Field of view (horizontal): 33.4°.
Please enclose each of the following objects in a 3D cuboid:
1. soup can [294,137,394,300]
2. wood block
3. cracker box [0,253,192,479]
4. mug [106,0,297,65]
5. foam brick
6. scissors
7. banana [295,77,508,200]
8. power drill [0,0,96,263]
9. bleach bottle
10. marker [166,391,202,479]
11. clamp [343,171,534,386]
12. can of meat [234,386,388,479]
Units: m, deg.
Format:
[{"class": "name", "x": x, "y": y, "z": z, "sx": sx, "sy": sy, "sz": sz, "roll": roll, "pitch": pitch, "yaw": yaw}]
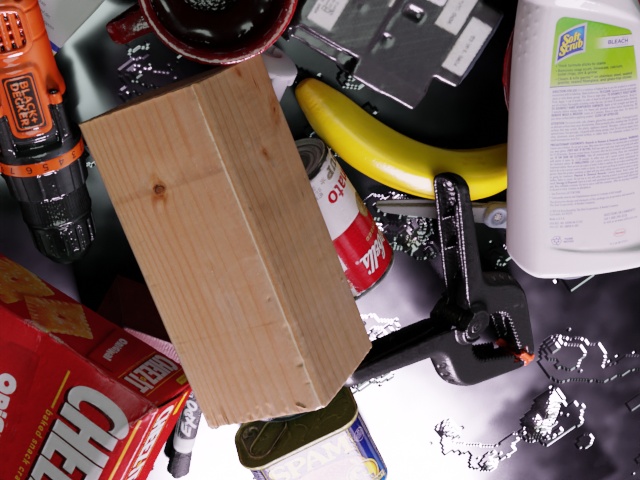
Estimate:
[{"class": "soup can", "x": -0.001, "y": -0.013, "z": 0.747, "sx": 0.068, "sy": 0.068, "sz": 0.102, "roll": -32, "pitch": 120, "yaw": 3}, {"class": "wood block", "x": -0.054, "y": 0.001, "z": 0.667, "sx": 0.091, "sy": 0.090, "sz": 0.206, "roll": -14, "pitch": 104, "yaw": 28}, {"class": "cracker box", "x": -0.213, "y": 0.107, "z": 0.697, "sx": 0.214, "sy": 0.072, "sz": 0.164, "roll": 31, "pitch": 109, "yaw": 9}, {"class": "mug", "x": -0.075, "y": -0.151, "z": 0.641, "sx": 0.117, "sy": 0.081, "sz": 0.093, "roll": -32, "pitch": 111, "yaw": 0}, {"class": "foam brick", "x": -0.129, "y": 0.070, "z": 0.751, "sx": 0.051, "sy": 0.078, "sz": 0.053, "roll": 24, "pitch": 109, "yaw": -23}, {"class": "scissors", "x": 0.141, "y": -0.004, "z": 0.819, "sx": 0.201, "sy": 0.016, "sz": 0.096, "roll": -10, "pitch": 119, "yaw": -9}, {"class": "banana", "x": 0.071, "y": -0.066, "z": 0.759, "sx": 0.197, "sy": 0.037, "sz": 0.069, "roll": 7, "pitch": 83, "yaw": -21}, {"class": "power drill", "x": -0.234, "y": -0.049, "z": 0.622, "sx": 0.187, "sy": 0.057, "sz": 0.184, "roll": -16, "pitch": 120, "yaw": -13}, {"class": "bleach bottle", "x": 0.173, "y": -0.102, "z": 0.685, "sx": 0.102, "sy": 0.068, "sz": 0.251, "roll": -8, "pitch": 116, "yaw": -11}, {"class": "marker", "x": -0.101, "y": 0.134, "z": 0.826, "sx": 0.020, "sy": 0.020, "sz": 0.121, "roll": 7, "pitch": 115, "yaw": -18}, {"class": "clamp", "x": 0.095, "y": 0.063, "z": 0.791, "sx": 0.164, "sy": 0.036, "sz": 0.209, "roll": -54, "pitch": 137, "yaw": -5}, {"class": "can of meat", "x": -0.005, "y": 0.172, "z": 0.850, "sx": 0.102, "sy": 0.057, "sz": 0.084, "roll": -26, "pitch": 123, "yaw": 0}]
